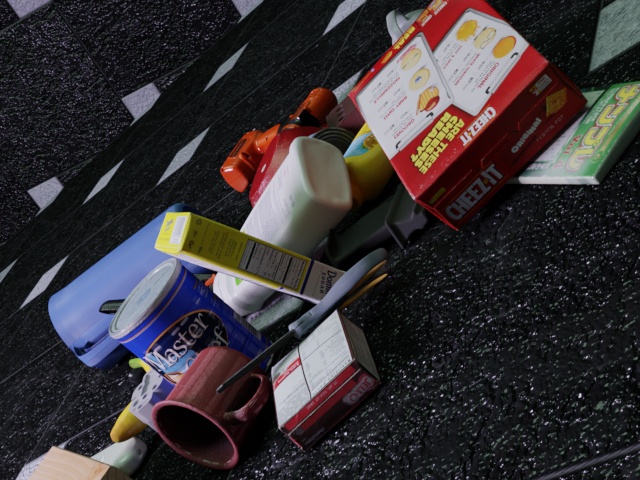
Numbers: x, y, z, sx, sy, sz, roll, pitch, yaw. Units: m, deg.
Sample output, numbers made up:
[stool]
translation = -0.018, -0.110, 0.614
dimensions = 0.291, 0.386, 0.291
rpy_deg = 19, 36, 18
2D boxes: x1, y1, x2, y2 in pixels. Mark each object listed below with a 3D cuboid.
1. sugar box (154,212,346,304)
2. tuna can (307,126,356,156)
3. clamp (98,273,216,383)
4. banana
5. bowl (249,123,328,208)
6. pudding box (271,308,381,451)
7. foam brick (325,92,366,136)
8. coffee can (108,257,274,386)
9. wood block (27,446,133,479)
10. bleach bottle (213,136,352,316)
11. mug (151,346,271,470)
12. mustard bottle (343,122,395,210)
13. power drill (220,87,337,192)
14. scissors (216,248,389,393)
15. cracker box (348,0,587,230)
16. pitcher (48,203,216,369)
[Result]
[sugar box]
translation = -0.069, 0.019, 1.073
dimensions = 0.093, 0.176, 0.048
rpy_deg = 6, 78, 67
[tuna can]
translation = 0.012, -0.089, 1.264
dimensions = 0.086, 0.086, 0.034
rpy_deg = -54, 18, -22
[clamp]
translation = -0.196, 0.104, 1.358
dimensions = 0.171, 0.120, 0.039
rpy_deg = -25, -17, 13
[banana]
translation = -0.198, 0.175, 1.244
dimensions = 0.070, 0.037, 0.198
rpy_deg = -32, 16, 7
[bowl]
translation = -0.048, -0.084, 1.358
dimensions = 0.162, 0.055, 0.162
rpy_deg = -158, 90, -78
[pudding box]
translation = 0.002, 0.119, 0.927
dimensions = 0.090, 0.039, 0.113
rpy_deg = -42, 20, 9
[foam brick]
translation = 0.043, -0.148, 1.371
dimensions = 0.053, 0.051, 0.078
rpy_deg = -43, 19, 13
[coffee can]
translation = -0.132, 0.101, 1.101
dimensions = 0.103, 0.140, 0.103
rpy_deg = -41, 19, 17
[wood block]
translation = -0.229, 0.271, 1.047
dimensions = 0.090, 0.090, 0.206
rpy_deg = -54, 20, -21
[bleach bottle]
translation = -0.058, 0.001, 1.206
dimensions = 0.251, 0.068, 0.102
rpy_deg = -49, 38, 39
[mug]
translation = -0.090, 0.150, 0.992
dimensions = 0.117, 0.093, 0.081
rpy_deg = -22, 25, 45
[mustard bottle]
translation = 0.065, -0.103, 1.216
dimensions = 0.191, 0.058, 0.096
rpy_deg = -55, 20, -23
[power drill]
translation = -0.069, -0.135, 1.594
dimensions = 0.188, 0.057, 0.184
rpy_deg = -22, 27, 48
[scissors]
translation = -0.007, 0.066, 0.960
dimensions = 0.201, 0.016, 0.096
rpy_deg = -33, -16, -31
[cracker box]
translation = 0.129, -0.133, 0.997
dimensions = 0.164, 0.072, 0.214
rpy_deg = -47, 34, 15
[pitcher]
translation = -0.249, 0.065, 1.478
dimensions = 0.243, 0.149, 0.144
rpy_deg = -39, -22, 15
